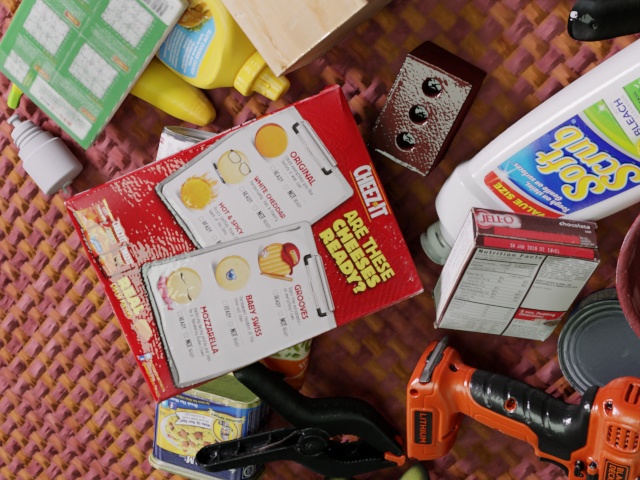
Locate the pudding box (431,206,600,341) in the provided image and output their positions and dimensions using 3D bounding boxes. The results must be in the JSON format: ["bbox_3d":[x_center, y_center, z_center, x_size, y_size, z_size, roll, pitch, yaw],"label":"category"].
[{"bbox_3d":[0.136,0.026,0.758,0.090,0.039,0.114,8,142,-6],"label":"pudding box"}]

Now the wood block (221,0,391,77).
[{"bbox_3d":[-0.045,-0.231,0.757,0.090,0.090,0.206,-35,93,28],"label":"wood block"}]

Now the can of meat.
[{"bbox_3d":[-0.096,0.160,0.931,0.102,0.057,0.084,12,110,17],"label":"can of meat"}]

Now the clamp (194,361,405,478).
[{"bbox_3d":[-0.011,0.147,0.864,0.171,0.039,0.120,5,130,-9],"label":"clamp"}]

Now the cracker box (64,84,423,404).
[{"bbox_3d":[-0.055,0.001,0.789,0.213,0.072,0.164,-23,100,-1],"label":"cracker box"}]

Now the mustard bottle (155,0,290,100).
[{"bbox_3d":[-0.102,-0.172,0.814,0.191,0.058,0.096,40,139,4],"label":"mustard bottle"}]

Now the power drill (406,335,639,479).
[{"bbox_3d":[0.161,0.156,0.812,0.188,0.057,0.184,14,133,21],"label":"power drill"}]

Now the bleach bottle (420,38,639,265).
[{"bbox_3d":[0.178,-0.050,0.747,0.251,0.068,0.102,-36,96,31],"label":"bleach bottle"}]

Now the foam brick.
[{"bbox_3d":[0.078,-0.096,0.776,0.053,0.051,0.078,29,116,10],"label":"foam brick"}]

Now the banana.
[{"bbox_3d":[-0.177,-0.136,0.876,0.198,0.037,0.069,9,132,21],"label":"banana"}]
